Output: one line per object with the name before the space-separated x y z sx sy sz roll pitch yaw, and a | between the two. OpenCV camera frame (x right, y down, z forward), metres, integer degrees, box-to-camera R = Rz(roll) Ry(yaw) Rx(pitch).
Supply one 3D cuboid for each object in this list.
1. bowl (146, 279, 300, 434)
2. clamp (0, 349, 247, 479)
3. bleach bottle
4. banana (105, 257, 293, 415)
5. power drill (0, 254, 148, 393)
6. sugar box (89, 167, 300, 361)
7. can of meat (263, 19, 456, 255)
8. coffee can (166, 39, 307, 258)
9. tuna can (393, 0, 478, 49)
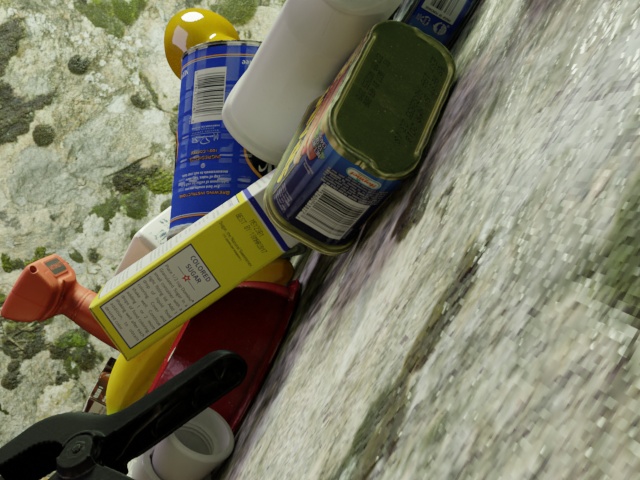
bowl | -0.075 0.086 0.714 0.162 0.055 0.162 -61 6 11
clamp | -0.117 0.127 0.565 0.171 0.039 0.120 -23 30 13
bleach bottle | 0.003 -0.124 0.627 0.102 0.068 0.251 -53 2 -15
banana | -0.101 0.070 0.817 0.198 0.037 0.070 -45 52 10
power drill | -0.179 0.086 0.930 0.057 0.187 0.184 -58 3 2
sugar box | -0.054 0.001 0.657 0.176 0.048 0.093 -32 8 -1
can of meat | 0.022 -0.055 0.562 0.084 0.057 0.102 -48 14 55
coffee can | -0.057 -0.064 0.789 0.103 0.102 0.140 141 133 -74
tuna can | 0.074 -0.150 0.653 0.086 0.033 0.086 -60 6 11
